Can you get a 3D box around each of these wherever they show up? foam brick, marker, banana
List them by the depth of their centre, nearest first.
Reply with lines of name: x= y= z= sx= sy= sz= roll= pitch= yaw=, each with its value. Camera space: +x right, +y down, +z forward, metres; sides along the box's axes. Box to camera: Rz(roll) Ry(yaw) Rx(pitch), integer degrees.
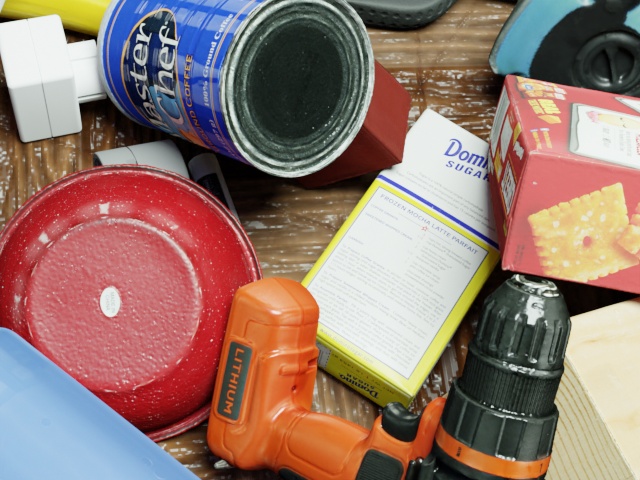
marker: x=-0.054 y=0.001 z=0.658 sx=0.020 sy=0.020 sz=0.121 roll=-16 pitch=67 yaw=-15
foam brick: x=0.010 y=-0.073 z=0.662 sx=0.051 sy=0.078 sz=0.053 roll=36 pitch=53 yaw=-41
banana: x=-0.178 y=-0.153 z=0.698 sx=0.197 sy=0.037 sz=0.069 roll=8 pitch=38 yaw=-8

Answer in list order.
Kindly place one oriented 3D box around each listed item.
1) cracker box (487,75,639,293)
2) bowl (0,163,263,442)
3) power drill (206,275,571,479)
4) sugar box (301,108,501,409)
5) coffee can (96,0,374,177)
cracker box: x=0.202 y=-0.022 z=0.577 sx=0.213 sy=0.072 sz=0.164 roll=11 pitch=22 yaw=1
bowl: x=-0.110 y=0.035 z=0.583 sx=0.162 sy=0.055 sz=0.162 roll=0 pitch=87 yaw=-4
power drill: x=0.028 y=0.083 z=0.526 sx=0.057 sy=0.184 sz=0.188 roll=0 pitch=18 yaw=-45
sugar box: x=0.057 y=0.010 z=0.655 sx=0.093 sy=0.048 sz=0.176 roll=32 pitch=61 yaw=10
coffee can: x=-0.052 y=-0.102 z=0.620 sx=0.102 sy=0.103 sz=0.141 roll=-39 pitch=36 yaw=-22
